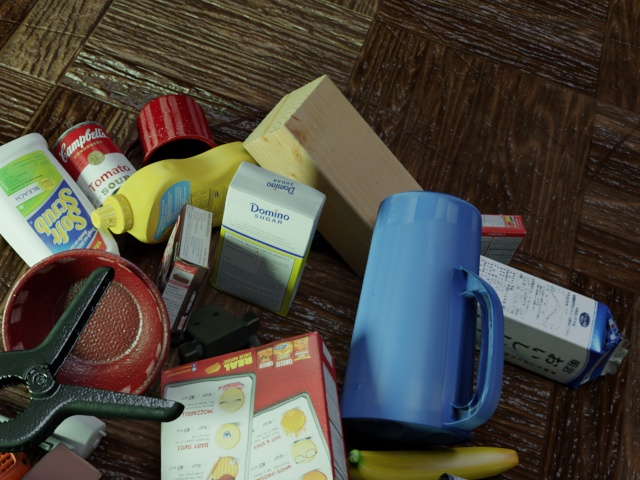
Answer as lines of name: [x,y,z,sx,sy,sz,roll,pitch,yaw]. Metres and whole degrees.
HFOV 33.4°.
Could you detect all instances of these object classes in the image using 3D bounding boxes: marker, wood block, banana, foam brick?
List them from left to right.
marker: [-0.284,0.177,0.992,0.121,0.020,0.020,20,48,16]
foam brick: [-0.229,0.227,0.943,0.051,0.078,0.052,33,51,13]
wood block: [0.025,-0.066,1.175,0.206,0.090,0.090,48,60,-17]
banana: [0.099,0.223,1.046,0.197,0.070,0.037,4,75,-28]

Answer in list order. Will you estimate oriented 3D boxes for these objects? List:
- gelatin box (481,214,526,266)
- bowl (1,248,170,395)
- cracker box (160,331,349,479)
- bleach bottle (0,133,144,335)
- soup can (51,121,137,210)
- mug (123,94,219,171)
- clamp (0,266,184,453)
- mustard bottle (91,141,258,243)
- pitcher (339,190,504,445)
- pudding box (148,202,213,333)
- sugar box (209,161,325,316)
gelatin box: [0.186,0.007,1.229,0.073,0.089,0.030,2,50,-15]
bowl: [-0.223,0.084,1.042,0.162,0.162,0.055,17,8,-2]
cracker box: [-0.060,0.205,0.974,0.164,0.072,0.213,-15,53,11]
bleach bottle: [-0.263,0.000,1.128,0.102,0.068,0.251,-33,69,-35]
soup can: [-0.244,-0.074,1.188,0.068,0.069,0.102,-26,64,-31]
mug: [-0.177,-0.108,1.230,0.117,0.093,0.081,-26,51,8]
clamp: [-0.235,0.134,0.942,0.209,0.036,0.165,-32,67,-16]
mustard bottle: [-0.159,-0.045,1.154,0.191,0.096,0.058,-18,51,-37]
pitcher: [0.104,0.077,1.060,0.149,0.145,0.243,8,73,4]
pudding box: [-0.142,0.028,1.098,0.039,0.090,0.113,16,29,-15]
sugar box: [-0.057,0.001,1.108,0.093,0.176,0.048,22,50,3]
